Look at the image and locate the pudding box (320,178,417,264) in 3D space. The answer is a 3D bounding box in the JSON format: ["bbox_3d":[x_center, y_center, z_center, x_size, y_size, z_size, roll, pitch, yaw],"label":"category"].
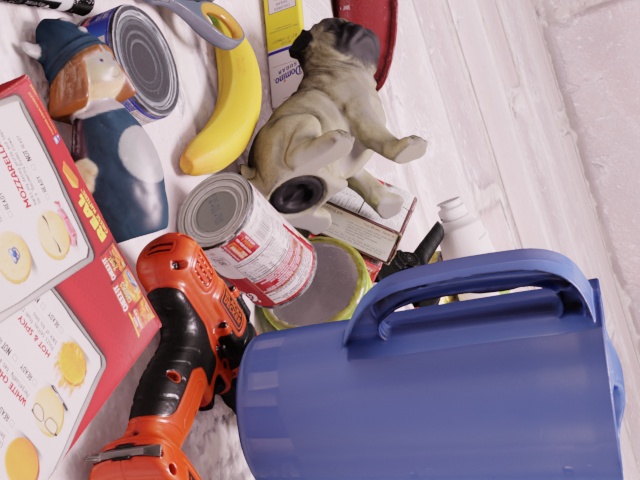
[{"bbox_3d":[0.028,-0.032,0.999,0.090,0.113,0.039,-59,171,-59],"label":"pudding box"}]

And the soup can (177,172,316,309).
[{"bbox_3d":[-0.055,0.001,0.824,0.102,0.069,0.068,46,36,-48],"label":"soup can"}]

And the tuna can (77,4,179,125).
[{"bbox_3d":[-0.137,-0.123,0.761,0.086,0.034,0.086,47,35,-48],"label":"tuna can"}]

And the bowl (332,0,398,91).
[{"bbox_3d":[0.036,-0.242,1.159,0.162,0.055,0.162,179,-90,-77],"label":"bowl"}]

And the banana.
[{"bbox_3d":[-0.081,-0.117,0.891,0.069,0.037,0.198,23,45,-25],"label":"banana"}]

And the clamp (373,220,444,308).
[{"bbox_3d":[0.089,0.026,1.081,0.120,0.039,0.171,4,48,-22],"label":"clamp"}]

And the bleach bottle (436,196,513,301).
[{"bbox_3d":[0.188,0.070,1.186,0.251,0.068,0.102,68,19,-7],"label":"bleach bottle"}]

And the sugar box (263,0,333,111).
[{"bbox_3d":[-0.018,-0.195,1.075,0.093,0.048,0.176,33,50,-58],"label":"sugar box"}]

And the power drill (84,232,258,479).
[{"bbox_3d":[-0.081,0.115,0.707,0.187,0.057,0.184,-83,152,-47],"label":"power drill"}]

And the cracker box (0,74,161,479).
[{"bbox_3d":[-0.177,0.034,0.513,0.164,0.072,0.213,65,25,-19],"label":"cracker box"}]

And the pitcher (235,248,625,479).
[{"bbox_3d":[0.071,0.094,0.691,0.145,0.243,0.149,26,59,-73],"label":"pitcher"}]

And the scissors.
[{"bbox_3d":[-0.117,-0.181,0.839,0.096,0.016,0.201,51,27,-5],"label":"scissors"}]

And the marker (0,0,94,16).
[{"bbox_3d":[-0.185,-0.160,0.692,0.121,0.020,0.020,-14,89,-68],"label":"marker"}]
